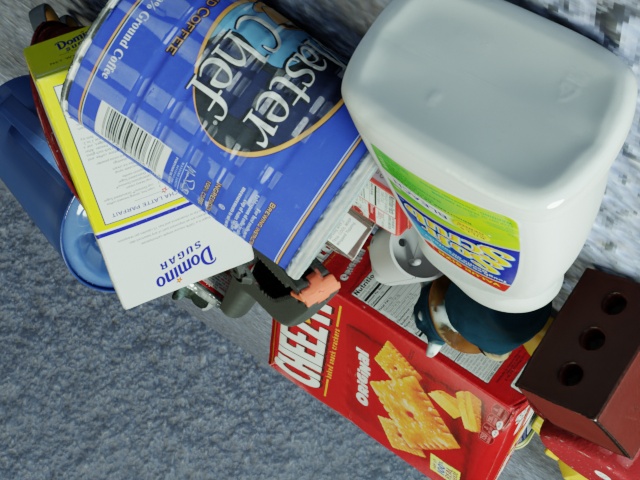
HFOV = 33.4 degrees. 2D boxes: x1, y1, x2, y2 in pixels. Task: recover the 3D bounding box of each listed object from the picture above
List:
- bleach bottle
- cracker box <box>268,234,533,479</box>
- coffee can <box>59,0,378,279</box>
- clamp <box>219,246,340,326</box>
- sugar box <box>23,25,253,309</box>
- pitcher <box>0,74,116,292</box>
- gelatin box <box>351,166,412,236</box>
[{"bbox_3d":[0.081,-0.014,0.476,0.103,0.068,0.250,32,171,21],"label":"bleach bottle"},{"bbox_3d":[0.062,0.095,0.836,0.214,0.072,0.164,32,146,18],"label":"cracker box"},{"bbox_3d":[-0.039,-0.062,0.520,0.140,0.102,0.103,35,170,1],"label":"coffee can"},{"bbox_3d":[-0.055,0.001,0.769,0.210,0.036,0.164,15,133,62],"label":"clamp"},{"bbox_3d":[-0.104,-0.047,0.642,0.048,0.093,0.176,-123,17,-45],"label":"sugar box"},{"bbox_3d":[-0.229,-0.071,0.975,0.144,0.149,0.243,-12,-146,-35],"label":"pitcher"},{"bbox_3d":[0.019,-0.045,0.615,0.089,0.030,0.073,34,168,12],"label":"gelatin box"}]
